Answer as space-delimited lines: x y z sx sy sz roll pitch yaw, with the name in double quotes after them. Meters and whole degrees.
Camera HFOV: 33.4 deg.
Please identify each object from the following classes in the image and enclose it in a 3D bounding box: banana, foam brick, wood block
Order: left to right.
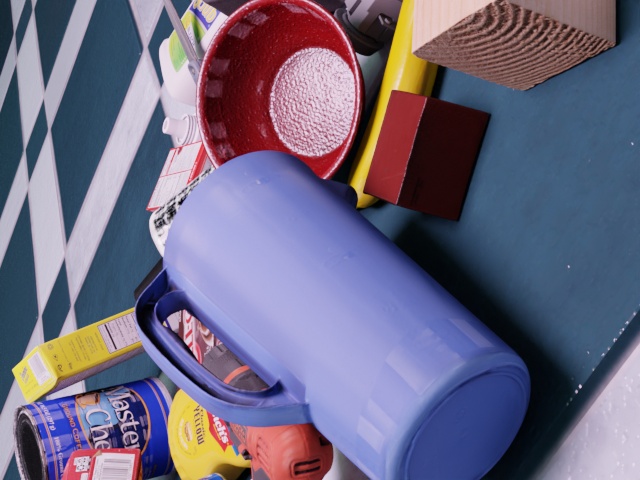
0.054 -0.104 0.802 0.070 0.037 0.198 45 118 58 "banana"
0.071 -0.060 0.734 0.051 0.052 0.078 30 105 62 "foam brick"
0.121 -0.212 0.662 0.090 0.090 0.206 -23 59 59 "wood block"

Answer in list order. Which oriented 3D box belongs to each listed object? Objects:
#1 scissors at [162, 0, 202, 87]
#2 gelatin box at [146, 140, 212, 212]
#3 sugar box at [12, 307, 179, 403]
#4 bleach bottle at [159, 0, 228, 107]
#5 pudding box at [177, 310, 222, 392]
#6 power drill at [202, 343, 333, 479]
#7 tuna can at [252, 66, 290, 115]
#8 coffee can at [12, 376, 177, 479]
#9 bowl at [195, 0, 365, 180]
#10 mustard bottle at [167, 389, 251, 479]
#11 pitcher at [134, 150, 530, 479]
-0.128 -0.160 1.110 0.202 0.016 0.096 58 149 18 "scissors"
-0.137 -0.061 1.099 0.089 0.030 0.073 -6 62 57 "gelatin box"
-0.214 0.104 1.084 0.094 0.175 0.048 -34 83 52 "sugar box"
-0.086 -0.258 1.114 0.251 0.068 0.102 -52 38 37 "bleach bottle"
-0.106 0.087 1.027 0.090 0.039 0.113 -36 48 53 "pudding box"
-0.043 0.182 0.779 0.185 0.057 0.188 -142 46 -63 "power drill"
-0.032 -0.138 0.930 0.034 0.086 0.086 -57 33 32 "tuna can"
-0.223 0.200 1.065 0.103 0.140 0.103 23 118 55 "coffee can"
-0.021 -0.110 0.841 0.162 0.055 0.162 3 95 36 "bowl"
-0.067 0.147 0.905 0.192 0.058 0.096 -38 55 50 "mustard bottle"
0.004 0.057 0.669 0.243 0.144 0.149 40 104 42 "pitcher"
